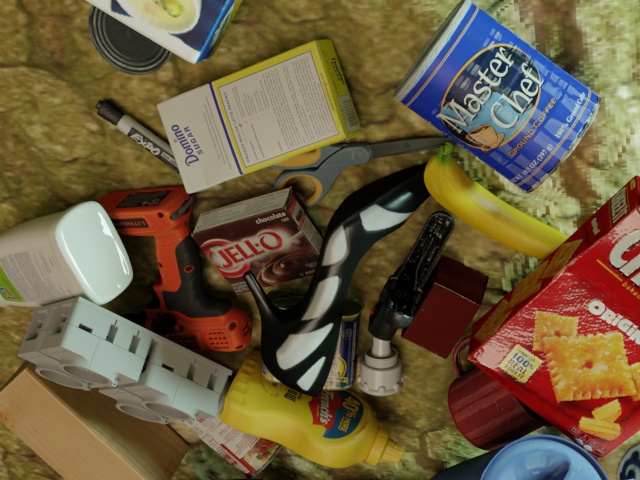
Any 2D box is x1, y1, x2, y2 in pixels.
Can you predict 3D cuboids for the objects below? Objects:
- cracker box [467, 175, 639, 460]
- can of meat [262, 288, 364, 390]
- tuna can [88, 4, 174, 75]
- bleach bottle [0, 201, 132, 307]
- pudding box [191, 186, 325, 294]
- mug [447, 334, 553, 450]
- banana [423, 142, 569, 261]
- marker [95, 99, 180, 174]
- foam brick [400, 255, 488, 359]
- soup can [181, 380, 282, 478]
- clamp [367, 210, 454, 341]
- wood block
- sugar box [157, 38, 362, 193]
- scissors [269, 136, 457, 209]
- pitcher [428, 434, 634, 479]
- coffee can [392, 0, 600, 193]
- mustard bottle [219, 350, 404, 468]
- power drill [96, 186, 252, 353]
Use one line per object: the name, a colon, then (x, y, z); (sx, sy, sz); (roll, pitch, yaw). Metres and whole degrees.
cracker box: (0.262, 0.075, 0.943); (0.164, 0.072, 0.214); (39, 120, -7)
can of meat: (-0.010, 0.101, 1.087); (0.102, 0.057, 0.084); (7, 107, 14)
tuna can: (-0.170, -0.200, 0.992); (0.086, 0.033, 0.086); (8, 121, 13)
bleach bottle: (-0.305, 0.021, 1.114); (0.251, 0.068, 0.102); (-5, 117, 43)
pudding box: (-0.057, 0.001, 1.055); (0.114, 0.039, 0.090); (-17, 129, 25)
mug: (0.173, 0.146, 1.051); (0.082, 0.093, 0.117); (-38, 85, 36)
banana: (0.158, -0.025, 0.964); (0.197, 0.070, 0.037); (32, 81, -25)
marker: (-0.171, -0.100, 1.058); (0.121, 0.020, 0.020); (36, 123, -4)
foam brick: (0.120, 0.065, 1.038); (0.051, 0.053, 0.078); (28, 123, 1)
soup can: (-0.096, 0.204, 1.178); (0.102, 0.068, 0.069); (42, 122, -8)
clamp: (0.074, 0.056, 1.004); (0.039, 0.120, 0.172); (31, 147, 6)
wood block: (-0.265, 0.214, 1.225); (0.206, 0.090, 0.091); (45, 122, -9)
sugar box: (-0.058, -0.113, 0.989); (0.176, 0.048, 0.093); (-16, 94, 28)
scissors: (0.032, -0.066, 1.014); (0.202, 0.016, 0.096); (8, 122, 14)
pitcher: (0.185, 0.265, 1.035); (0.149, 0.145, 0.243); (33, 161, -1)
coffee can: (0.146, -0.121, 0.894); (0.140, 0.102, 0.103); (35, 123, -4)
mustard bottle: (-0.003, 0.188, 1.122); (0.191, 0.096, 0.058); (23, 122, 4)
power drill: (-0.176, 0.039, 1.118); (0.185, 0.057, 0.187); (-5, 119, 23)
